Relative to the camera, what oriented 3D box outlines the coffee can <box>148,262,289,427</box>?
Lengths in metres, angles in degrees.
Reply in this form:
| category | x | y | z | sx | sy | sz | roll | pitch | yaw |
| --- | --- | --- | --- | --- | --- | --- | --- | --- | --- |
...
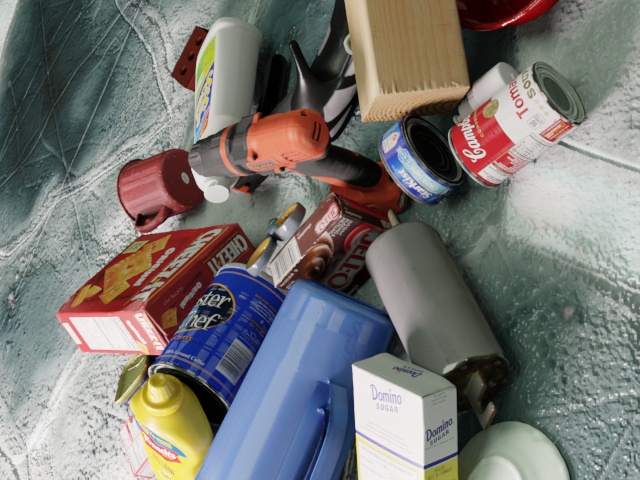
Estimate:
| category | x | y | z | sx | sy | sz | roll | pitch | yaw |
| --- | --- | --- | --- | --- | --- | --- | --- | --- | --- |
| coffee can | -0.098 | 0.108 | 1.114 | 0.103 | 0.102 | 0.140 | -9 | 39 | 49 |

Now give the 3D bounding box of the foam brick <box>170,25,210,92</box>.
| category | x | y | z | sx | sy | sz | roll | pitch | yaw |
| --- | --- | --- | --- | --- | --- | --- | --- | --- | --- |
| foam brick | -0.151 | -0.235 | 1.409 | 0.078 | 0.051 | 0.053 | -61 | 39 | 12 |

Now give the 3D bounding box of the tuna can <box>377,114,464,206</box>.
| category | x | y | z | sx | sy | sz | roll | pitch | yaw |
| --- | --- | --- | --- | --- | --- | --- | --- | --- | --- |
| tuna can | 0.097 | -0.077 | 1.014 | 0.034 | 0.086 | 0.086 | -39 | 47 | 31 |

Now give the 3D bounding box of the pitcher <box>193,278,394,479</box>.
| category | x | y | z | sx | sy | sz | roll | pitch | yaw |
| --- | --- | --- | --- | --- | --- | --- | --- | --- | --- |
| pitcher | -0.018 | 0.167 | 1.017 | 0.149 | 0.144 | 0.243 | 24 | 91 | 25 |

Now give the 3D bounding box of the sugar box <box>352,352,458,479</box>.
| category | x | y | z | sx | sy | sz | roll | pitch | yaw |
| --- | --- | --- | --- | --- | --- | --- | --- | --- | --- |
| sugar box | 0.073 | 0.192 | 0.903 | 0.093 | 0.048 | 0.176 | 20 | 116 | 51 |

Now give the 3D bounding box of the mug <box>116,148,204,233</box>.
| category | x | y | z | sx | sy | sz | roll | pitch | yaw |
| --- | --- | --- | --- | --- | --- | --- | --- | --- | --- |
| mug | -0.204 | -0.061 | 1.365 | 0.082 | 0.093 | 0.117 | -16 | 44 | 41 |

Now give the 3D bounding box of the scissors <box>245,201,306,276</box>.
| category | x | y | z | sx | sy | sz | roll | pitch | yaw |
| --- | --- | --- | --- | --- | --- | --- | --- | --- | --- |
| scissors | -0.057 | 0.001 | 1.136 | 0.096 | 0.016 | 0.202 | -54 | 8 | -13 |

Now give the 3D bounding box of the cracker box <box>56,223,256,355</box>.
| category | x | y | z | sx | sy | sz | roll | pitch | yaw |
| --- | --- | --- | --- | --- | --- | --- | --- | --- | --- |
| cracker box | -0.193 | 0.056 | 1.257 | 0.214 | 0.072 | 0.164 | -6 | 32 | 50 |

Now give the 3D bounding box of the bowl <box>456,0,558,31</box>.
| category | x | y | z | sx | sy | sz | roll | pitch | yaw |
| --- | --- | --- | --- | --- | --- | --- | --- | --- | --- |
| bowl | 0.190 | -0.263 | 1.004 | 0.162 | 0.055 | 0.162 | -24 | 57 | 43 |

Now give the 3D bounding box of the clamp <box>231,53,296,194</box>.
| category | x | y | z | sx | sy | sz | roll | pitch | yaw |
| --- | --- | --- | --- | --- | --- | --- | --- | --- | --- |
| clamp | -0.064 | -0.141 | 1.276 | 0.172 | 0.039 | 0.120 | -58 | 27 | 20 |

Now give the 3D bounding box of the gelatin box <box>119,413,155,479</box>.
| category | x | y | z | sx | sy | sz | roll | pitch | yaw |
| --- | --- | --- | --- | --- | --- | --- | --- | --- | --- |
| gelatin box | -0.202 | 0.232 | 1.290 | 0.089 | 0.030 | 0.073 | -54 | 42 | 21 |

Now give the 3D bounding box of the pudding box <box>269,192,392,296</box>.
| category | x | y | z | sx | sy | sz | roll | pitch | yaw |
| --- | --- | --- | --- | --- | --- | --- | --- | --- | --- |
| pudding box | 0.016 | 0.011 | 1.070 | 0.114 | 0.089 | 0.039 | -46 | 42 | 29 |

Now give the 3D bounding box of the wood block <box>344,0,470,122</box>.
| category | x | y | z | sx | sy | sz | roll | pitch | yaw |
| --- | --- | --- | --- | --- | --- | --- | --- | --- | --- |
| wood block | 0.075 | -0.226 | 1.012 | 0.090 | 0.090 | 0.206 | 121 | 143 | -78 |

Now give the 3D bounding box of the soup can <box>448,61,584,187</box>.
| category | x | y | z | sx | sy | sz | roll | pitch | yaw |
| --- | --- | --- | --- | --- | --- | --- | --- | --- | --- |
| soup can | 0.173 | -0.102 | 0.947 | 0.102 | 0.068 | 0.068 | -38 | 48 | 34 |

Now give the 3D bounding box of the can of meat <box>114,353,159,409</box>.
| category | x | y | z | sx | sy | sz | roll | pitch | yaw |
| --- | --- | --- | --- | --- | --- | --- | --- | --- | --- |
| can of meat | -0.182 | 0.171 | 1.222 | 0.057 | 0.084 | 0.102 | -49 | 15 | 11 |

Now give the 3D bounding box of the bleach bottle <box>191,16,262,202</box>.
| category | x | y | z | sx | sy | sz | roll | pitch | yaw |
| --- | --- | --- | --- | --- | --- | --- | --- | --- | --- |
| bleach bottle | -0.115 | -0.151 | 1.274 | 0.103 | 0.068 | 0.251 | -54 | 27 | 42 |

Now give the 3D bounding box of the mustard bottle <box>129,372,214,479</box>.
| category | x | y | z | sx | sy | sz | roll | pitch | yaw |
| --- | --- | --- | --- | --- | --- | --- | --- | --- | --- |
| mustard bottle | -0.147 | 0.192 | 1.077 | 0.096 | 0.191 | 0.058 | 34 | 60 | 28 |

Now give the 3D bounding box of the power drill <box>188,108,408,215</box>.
| category | x | y | z | sx | sy | sz | roll | pitch | yaw |
| --- | --- | --- | --- | --- | --- | --- | --- | --- | --- |
| power drill | -0.017 | -0.071 | 1.067 | 0.185 | 0.187 | 0.057 | -5 | 72 | 48 |
